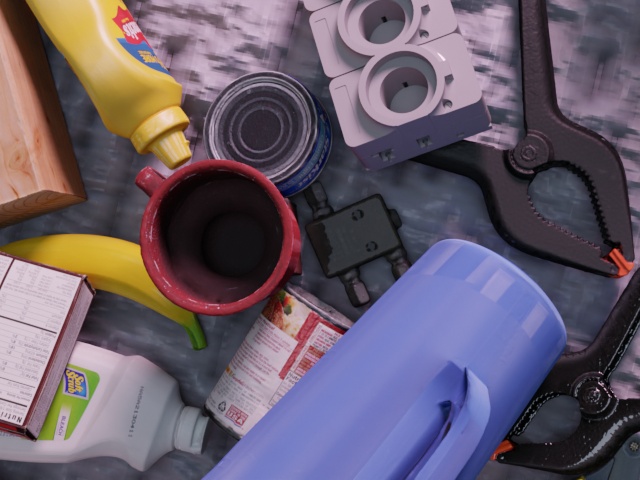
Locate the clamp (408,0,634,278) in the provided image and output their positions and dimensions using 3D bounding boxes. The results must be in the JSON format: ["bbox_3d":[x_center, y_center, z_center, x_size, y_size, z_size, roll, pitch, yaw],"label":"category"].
[{"bbox_3d":[0.129,-0.053,0.722,0.164,0.036,0.210,-33,80,6],"label":"clamp"}]

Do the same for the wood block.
[{"bbox_3d":[-0.244,-0.116,0.745,0.091,0.090,0.206,-18,86,6],"label":"wood block"}]

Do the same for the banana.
[{"bbox_3d":[-0.173,0.029,0.756,0.198,0.037,0.069,10,87,7],"label":"banana"}]

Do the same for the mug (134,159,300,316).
[{"bbox_3d":[-0.067,-0.006,0.669,0.117,0.081,0.093,35,91,8],"label":"mug"}]

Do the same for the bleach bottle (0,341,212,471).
[{"bbox_3d":[-0.202,0.115,0.745,0.251,0.068,0.102,12,87,5],"label":"bleach bottle"}]

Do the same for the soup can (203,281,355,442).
[{"bbox_3d":[-0.025,0.087,0.720,0.068,0.068,0.102,32,92,7],"label":"soup can"}]

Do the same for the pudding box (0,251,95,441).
[{"bbox_3d":[-0.212,0.066,0.704,0.090,0.039,0.113,16,69,4],"label":"pudding box"}]

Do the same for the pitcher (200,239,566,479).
[{"bbox_3d":[0.045,0.116,0.644,0.149,0.145,0.242,30,68,34],"label":"pitcher"}]

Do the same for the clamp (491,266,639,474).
[{"bbox_3d":[0.191,0.107,0.694,0.171,0.039,0.120,-42,57,13],"label":"clamp"}]

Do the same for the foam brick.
[{"bbox_3d":[-0.055,0.001,0.735,0.078,0.051,0.053,-5,87,7],"label":"foam brick"}]

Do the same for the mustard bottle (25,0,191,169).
[{"bbox_3d":[-0.147,-0.132,0.729,0.058,0.096,0.191,-33,86,6],"label":"mustard bottle"}]

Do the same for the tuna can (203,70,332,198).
[{"bbox_3d":[-0.037,-0.073,0.736,0.086,0.033,0.086,-3,78,16],"label":"tuna can"}]
